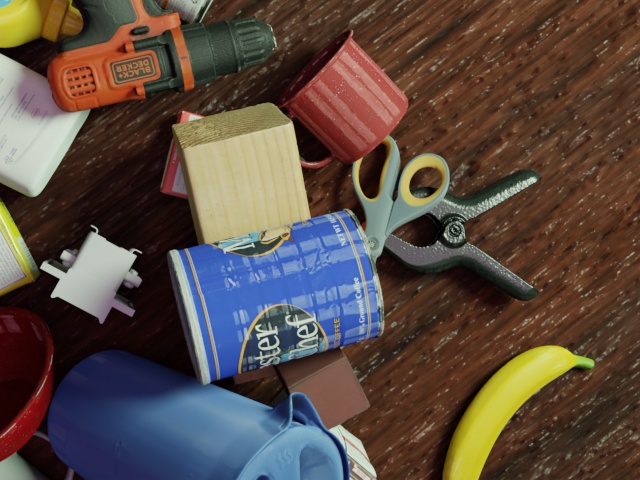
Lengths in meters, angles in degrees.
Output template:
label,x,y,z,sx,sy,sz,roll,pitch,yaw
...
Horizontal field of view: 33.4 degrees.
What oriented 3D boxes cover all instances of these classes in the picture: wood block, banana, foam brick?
label,x,y,z,sx,sy,sz,roll,pitch,yaw
wood block,-0.055,0.001,0.890,0.090,0.091,0.206,-14,110,-9
banana,0.171,0.162,0.990,0.197,0.037,0.069,-44,98,-5
foam brick,-0.003,0.110,0.847,0.053,0.078,0.051,-27,112,-6

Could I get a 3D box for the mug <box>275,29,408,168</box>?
label,x,y,z,sx,sy,sz,roll,pitch,yaw
mug,0.013,-0.112,0.924,0.081,0.093,0.117,44,88,-14

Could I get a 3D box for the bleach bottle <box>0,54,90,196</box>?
label,x,y,z,sx,sy,sz,roll,pitch,yaw
bleach bottle,-0.323,-0.138,0.878,0.250,0.068,0.102,31,83,-7

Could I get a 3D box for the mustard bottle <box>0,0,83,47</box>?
label,x,y,z,sx,sy,sz,roll,pitch,yaw
mustard bottle,-0.282,-0.208,0.873,0.191,0.058,0.096,19,51,-11

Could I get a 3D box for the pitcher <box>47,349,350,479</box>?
label,x,y,z,sx,sy,sz,roll,pitch,yaw
pitcher,-0.108,0.180,0.835,0.149,0.243,0.145,-44,130,-29

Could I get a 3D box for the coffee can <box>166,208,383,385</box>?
label,x,y,z,sx,sy,sz,roll,pitch,yaw
coffee can,-0.035,0.042,0.802,0.140,0.103,0.103,-14,95,-11

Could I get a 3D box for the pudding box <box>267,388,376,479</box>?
label,x,y,z,sx,sy,sz,roll,pitch,yaw
pudding box,-0.001,0.175,0.922,0.090,0.113,0.039,41,90,-9

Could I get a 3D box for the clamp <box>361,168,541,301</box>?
label,x,y,z,sx,sy,sz,roll,pitch,yaw
clamp,0.125,-0.018,0.973,0.171,0.039,0.120,12,80,-8

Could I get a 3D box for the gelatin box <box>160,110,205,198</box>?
label,x,y,z,sx,sy,sz,roll,pitch,yaw
gelatin box,-0.089,-0.067,0.937,0.089,0.030,0.073,14,90,-13

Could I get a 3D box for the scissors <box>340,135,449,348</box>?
label,x,y,z,sx,sy,sz,roll,pitch,yaw
scissors,0.065,-0.001,0.933,0.096,0.016,0.202,0,70,5

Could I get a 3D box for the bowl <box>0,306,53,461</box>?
label,x,y,z,sx,sy,sz,roll,pitch,yaw
bowl,-0.278,0.132,0.871,0.162,0.162,0.055,-33,132,-7

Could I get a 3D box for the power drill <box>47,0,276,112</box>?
label,x,y,z,sx,sy,sz,roll,pitch,yaw
power drill,-0.140,-0.207,0.841,0.184,0.057,0.187,-16,100,-11
